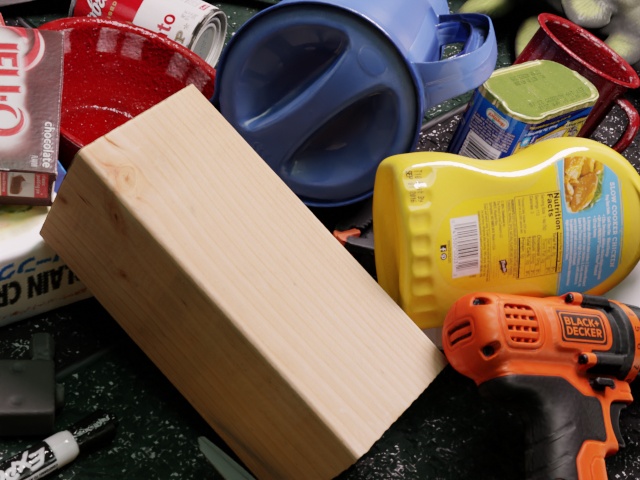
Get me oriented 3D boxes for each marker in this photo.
[{"bbox_3d":[-0.157,0.121,0.555,0.120,0.020,0.020,-27,57,-35],"label":"marker"}]

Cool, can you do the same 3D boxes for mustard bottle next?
[{"bbox_3d":[0.128,-0.009,0.610,0.191,0.096,0.058,-7,13,-15],"label":"mustard bottle"}]

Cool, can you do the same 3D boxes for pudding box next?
[{"bbox_3d":[-0.196,-0.075,0.620,0.090,0.039,0.113,2,58,-13],"label":"pudding box"}]

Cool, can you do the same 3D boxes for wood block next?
[{"bbox_3d":[-0.044,0.031,0.581,0.206,0.090,0.090,47,50,4],"label":"wood block"}]

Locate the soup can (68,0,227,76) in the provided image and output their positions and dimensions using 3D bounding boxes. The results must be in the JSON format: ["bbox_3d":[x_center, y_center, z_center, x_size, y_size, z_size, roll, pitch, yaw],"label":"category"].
[{"bbox_3d":[-0.132,-0.164,0.819,0.102,0.069,0.068,25,44,10],"label":"soup can"}]

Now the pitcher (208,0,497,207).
[{"bbox_3d":[0.034,-0.130,0.752,0.149,0.145,0.242,31,29,-1],"label":"pitcher"}]

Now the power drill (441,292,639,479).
[{"bbox_3d":[0.155,0.119,0.566,0.184,0.057,0.187,7,61,-30],"label":"power drill"}]

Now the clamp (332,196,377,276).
[{"bbox_3d":[0.100,-0.008,0.743,0.209,0.036,0.165,-19,52,-35],"label":"clamp"}]

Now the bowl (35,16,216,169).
[{"bbox_3d":[-0.133,-0.081,0.728,0.162,0.055,0.162,20,38,-17],"label":"bowl"}]

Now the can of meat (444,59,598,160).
[{"bbox_3d":[0.135,-0.073,0.736,0.101,0.084,0.057,-21,55,-41],"label":"can of meat"}]

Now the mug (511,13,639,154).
[{"bbox_3d":[0.193,-0.108,0.825,0.117,0.082,0.093,46,31,21],"label":"mug"}]
